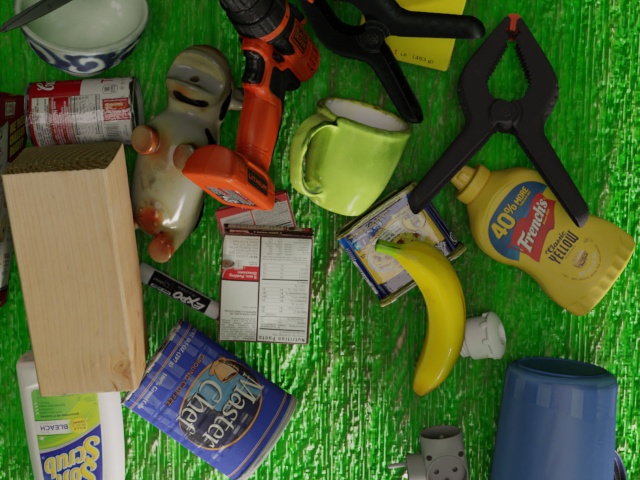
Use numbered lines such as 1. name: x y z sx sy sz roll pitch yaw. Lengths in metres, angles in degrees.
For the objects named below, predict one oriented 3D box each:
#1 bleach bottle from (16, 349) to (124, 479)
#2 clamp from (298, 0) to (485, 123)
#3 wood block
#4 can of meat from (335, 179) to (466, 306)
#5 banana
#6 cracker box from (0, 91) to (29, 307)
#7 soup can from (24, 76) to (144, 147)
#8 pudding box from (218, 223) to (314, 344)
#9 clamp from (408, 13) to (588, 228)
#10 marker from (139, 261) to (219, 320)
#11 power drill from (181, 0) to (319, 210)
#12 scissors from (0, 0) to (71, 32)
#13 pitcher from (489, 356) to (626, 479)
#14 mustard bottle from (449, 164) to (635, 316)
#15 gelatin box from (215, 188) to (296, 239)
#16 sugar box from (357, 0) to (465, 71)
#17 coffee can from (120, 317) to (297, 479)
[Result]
1. bleach bottle: -0.236 0.231 1.074 0.102 0.068 0.251 -7 101 1
2. clamp: 0.052 -0.182 0.981 0.171 0.039 0.120 25 121 1
3. wood block: -0.213 0.024 0.950 0.091 0.090 0.206 -4 110 1
4. can of meat: 0.077 0.001 1.045 0.102 0.057 0.084 -35 96 5
5. banana: 0.106 0.070 1.023 0.070 0.037 0.198 -4 125 19
6. cracker box: -0.329 -0.030 0.983 0.072 0.164 0.214 8 98 -4
7. soup can: -0.224 -0.120 1.019 0.102 0.068 0.068 -4 98 0
8. pudding box: -0.052 0.043 1.029 0.090 0.039 0.113 3 105 -3
9. clamp: 0.184 -0.110 1.006 0.164 0.036 0.210 12 79 9
10. marker: -0.129 0.057 1.070 0.121 0.020 0.020 28 97 -4
11. power drill: -0.064 -0.132 0.945 0.057 0.184 0.187 10 77 25
12. scissors: -0.214 -0.257 0.983 0.201 0.016 0.096 -21 83 -26
13. pitcher: 0.235 0.243 1.055 0.145 0.149 0.243 6 95 14
14. mustard bottle: 0.204 -0.016 1.043 0.191 0.058 0.096 35 96 -5
15. gelatin box: -0.057 0.001 1.057 0.073 0.030 0.089 -15 101 1
16. sugar box: 0.095 -0.251 0.978 0.093 0.048 0.176 13 125 2
17. coffee can: -0.108 0.156 1.043 0.140 0.103 0.103 36 96 -5
